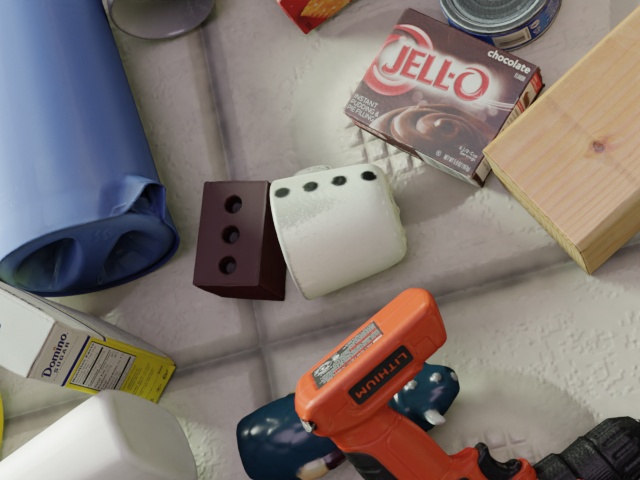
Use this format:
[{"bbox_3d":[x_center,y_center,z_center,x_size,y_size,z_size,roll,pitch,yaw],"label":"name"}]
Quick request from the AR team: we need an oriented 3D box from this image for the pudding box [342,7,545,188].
[{"bbox_3d":[0.086,-0.100,0.748,0.114,0.039,0.090,30,89,23],"label":"pudding box"}]

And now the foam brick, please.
[{"bbox_3d":[-0.055,0.001,0.768,0.053,0.051,0.078,0,78,20],"label":"foam brick"}]

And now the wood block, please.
[{"bbox_3d":[0.213,-0.086,0.673,0.206,0.090,0.091,-42,69,6],"label":"wood block"}]

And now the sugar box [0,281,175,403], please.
[{"bbox_3d":[-0.178,0.070,0.728,0.093,0.176,0.048,24,86,22],"label":"sugar box"}]

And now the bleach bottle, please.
[{"bbox_3d":[-0.213,0.198,0.738,0.251,0.102,0.068,-34,58,12],"label":"bleach bottle"}]

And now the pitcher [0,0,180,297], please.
[{"bbox_3d":[-0.205,-0.083,0.804,0.149,0.145,0.243,-15,70,-7],"label":"pitcher"}]

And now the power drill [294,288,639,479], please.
[{"bbox_3d":[0.090,0.122,0.643,0.184,0.057,0.187,-39,101,-2],"label":"power drill"}]

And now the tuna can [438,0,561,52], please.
[{"bbox_3d":[0.126,-0.179,0.755,0.086,0.033,0.086,-5,76,19],"label":"tuna can"}]
